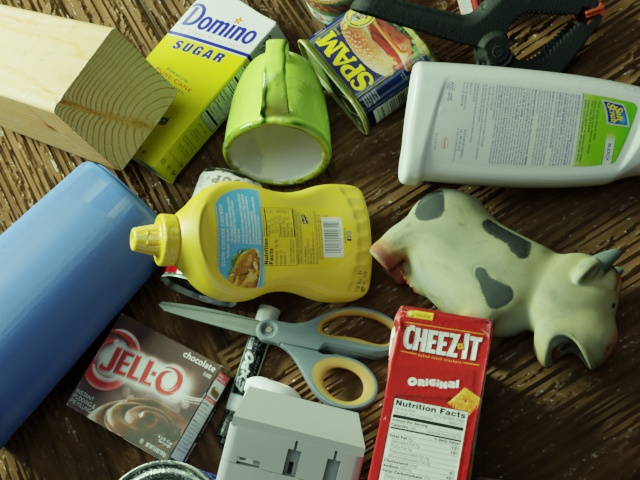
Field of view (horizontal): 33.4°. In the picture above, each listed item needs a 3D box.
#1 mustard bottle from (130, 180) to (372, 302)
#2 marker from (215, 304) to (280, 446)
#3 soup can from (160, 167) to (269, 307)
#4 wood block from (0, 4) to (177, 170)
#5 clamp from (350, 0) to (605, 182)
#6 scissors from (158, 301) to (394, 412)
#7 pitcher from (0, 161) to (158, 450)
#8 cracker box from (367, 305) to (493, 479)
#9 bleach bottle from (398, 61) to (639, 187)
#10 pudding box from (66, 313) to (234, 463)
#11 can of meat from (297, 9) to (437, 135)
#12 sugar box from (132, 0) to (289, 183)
[{"bbox_3d":[-0.056,0.001,0.853,0.191,0.058,0.096,1,79,-22],"label":"mustard bottle"},{"bbox_3d":[-0.060,0.112,0.885,0.020,0.020,0.121,13,73,20],"label":"marker"},{"bbox_3d":[-0.087,-0.003,0.912,0.069,0.068,0.102,12,72,20],"label":"soup can"},{"bbox_3d":[-0.238,-0.141,0.958,0.206,0.090,0.090,21,72,43],"label":"wood block"},{"bbox_3d":[0.142,-0.148,0.901,0.210,0.036,0.164,-16,105,-7],"label":"clamp"},{"bbox_3d":[-0.035,0.092,0.866,0.202,0.016,0.096,-1,64,4],"label":"scissors"},{"bbox_3d":[-0.248,0.049,0.912,0.149,0.145,0.242,41,80,13],"label":"pitcher"},{"bbox_3d":[0.067,0.170,0.743,0.072,0.164,0.213,9,72,9],"label":"cracker box"},{"bbox_3d":[0.193,-0.080,0.848,0.251,0.068,0.102,7,99,1],"label":"bleach bottle"},{"bbox_3d":[-0.142,0.125,0.892,0.114,0.039,0.090,24,77,22],"label":"pudding box"},{"bbox_3d":[0.043,-0.158,0.943,0.084,0.057,0.102,-35,65,-3],"label":"can of meat"},{"bbox_3d":[-0.121,-0.146,0.989,0.093,0.048,0.176,34,83,28],"label":"sugar box"}]
